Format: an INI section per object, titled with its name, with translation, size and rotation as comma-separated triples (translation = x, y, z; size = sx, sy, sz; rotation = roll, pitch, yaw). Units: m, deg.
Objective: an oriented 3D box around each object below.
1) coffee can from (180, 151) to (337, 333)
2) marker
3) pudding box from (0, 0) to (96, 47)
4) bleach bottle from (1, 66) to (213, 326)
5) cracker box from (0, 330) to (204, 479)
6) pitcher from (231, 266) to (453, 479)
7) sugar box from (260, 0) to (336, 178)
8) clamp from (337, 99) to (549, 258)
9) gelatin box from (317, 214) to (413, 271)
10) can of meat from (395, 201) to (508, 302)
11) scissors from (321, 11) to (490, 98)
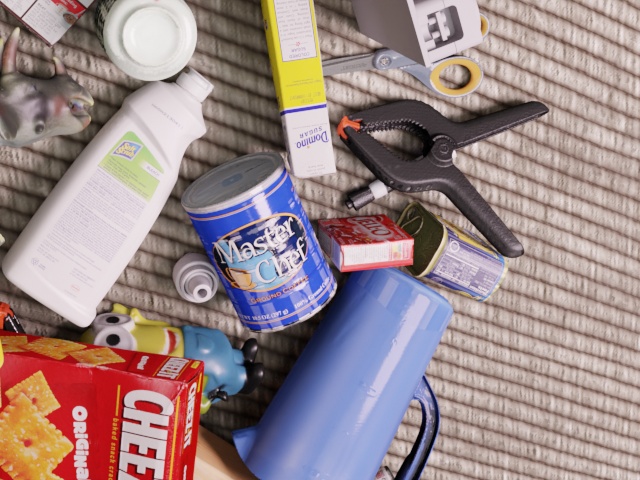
[coffee can]
translation = -0.057, 0.001, 1.009
size = 0.102, 0.103, 0.140
rotation = -26, 114, -5
[marker]
translation = 0.079, -0.063, 1.067
size = 0.121, 0.020, 0.020
rotation = -29, 114, -4
[pudding box]
translation = -0.229, -0.236, 0.915
size = 0.090, 0.039, 0.113
rotation = 41, 93, -23
[bleach bottle]
translation = -0.180, -0.048, 0.982
size = 0.102, 0.068, 0.251
rotation = 37, 94, -23
[cracker box]
translation = -0.222, 0.178, 0.965
size = 0.214, 0.072, 0.164
rotation = 8, 103, 7
[pitcher]
translation = 0.039, 0.150, 1.057
size = 0.149, 0.145, 0.243
rotation = 34, 85, -53
[sugar box]
translation = -0.022, -0.151, 0.963
size = 0.048, 0.093, 0.176
rotation = -7, 107, -4
[clamp]
translation = 0.122, -0.092, 1.040
size = 0.210, 0.036, 0.164
rotation = 22, 72, -4
[gelatin box]
translation = 0.042, 0.000, 1.042
size = 0.073, 0.089, 0.030
rotation = -5, 109, -14
[can of meat]
translation = 0.127, 0.013, 1.063
size = 0.083, 0.102, 0.057
rotation = 24, 102, -24
[scissors]
translation = 0.073, -0.161, 1.034
size = 0.202, 0.016, 0.096
rotation = -23, 118, 0
